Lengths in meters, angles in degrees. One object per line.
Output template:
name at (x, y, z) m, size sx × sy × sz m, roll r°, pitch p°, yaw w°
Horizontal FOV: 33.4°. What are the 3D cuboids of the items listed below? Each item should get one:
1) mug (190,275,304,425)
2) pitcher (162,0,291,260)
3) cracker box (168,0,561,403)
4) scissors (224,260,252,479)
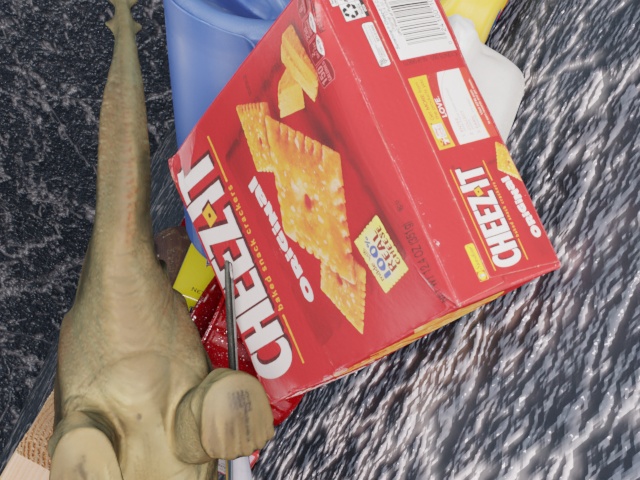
mug at (-0.045, 0.067, 0.737) m, size 0.117 × 0.081 × 0.093 m, roll -59°, pitch 13°, yaw 10°
pitcher at (-0.045, -0.099, 0.763) m, size 0.149 × 0.145 × 0.243 m, roll -47°, pitch -24°, yaw -37°
cracker box at (0.006, -0.018, 0.554) m, size 0.072 × 0.164 × 0.214 m, roll -17°, pitch -11°, yaw -31°
scissors at (-0.047, 0.111, 0.615) m, size 0.202 × 0.016 × 0.096 m, roll 94°, pitch 167°, yaw -50°
